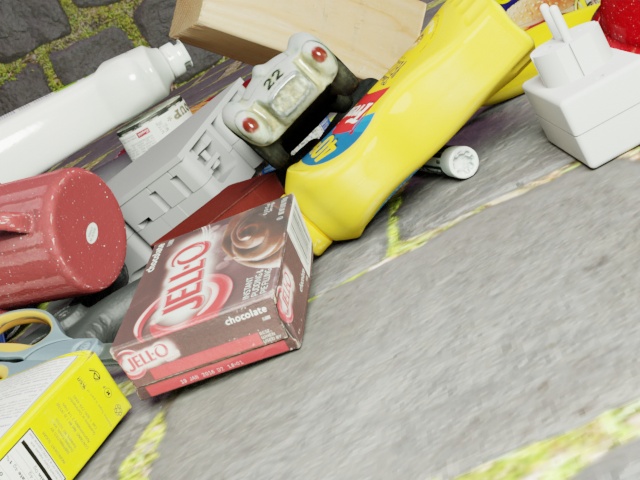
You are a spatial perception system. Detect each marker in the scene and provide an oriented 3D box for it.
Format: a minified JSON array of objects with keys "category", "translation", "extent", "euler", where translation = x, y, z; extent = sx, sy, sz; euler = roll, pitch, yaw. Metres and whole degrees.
[{"category":"marker","translation":[0.067,-0.052,0.674],"extent":[0.020,0.020,0.121],"euler":[-32,14,-10]}]

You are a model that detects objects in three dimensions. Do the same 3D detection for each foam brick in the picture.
[{"category":"foam brick","translation":[-0.054,0.001,0.669],"extent":[0.053,0.051,0.078],"euler":[-11,24,50]}]

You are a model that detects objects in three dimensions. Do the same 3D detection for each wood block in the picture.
[{"category":"wood block","translation":[-0.021,-0.201,0.974],"extent":[0.091,0.205,0.090],"euler":[2,78,65]}]

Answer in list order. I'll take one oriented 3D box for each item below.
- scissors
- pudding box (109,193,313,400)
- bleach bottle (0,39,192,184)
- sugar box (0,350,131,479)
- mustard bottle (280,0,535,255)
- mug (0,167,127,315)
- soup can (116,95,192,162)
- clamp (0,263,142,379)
[{"category":"scissors","translation":[-0.149,0.078,0.606],"extent":[0.202,0.016,0.096],"euler":[8,47,44]},{"category":"pudding box","translation":[-0.052,0.027,0.559],"extent":[0.090,0.039,0.113],"euler":[-19,23,14]},{"category":"bleach bottle","translation":[-0.223,-0.102,0.921],"extent":[0.250,0.068,0.103],"euler":[-31,17,-11]},{"category":"sugar box","translation":[-0.169,0.123,0.492],"extent":[0.093,0.048,0.176],"euler":[-21,20,30]},{"category":"mustard bottle","translation":[0.037,-0.058,0.622],"extent":[0.192,0.058,0.096],"euler":[-46,12,6]},{"category":"mug","translation":[-0.185,-0.003,0.680],"extent":[0.082,0.093,0.117],"euler":[-10,-15,26]},{"category":"soup can","translation":[-0.126,-0.068,0.944],"extent":[0.068,0.102,0.068],"euler":[-28,14,7]},{"category":"clamp","translation":[-0.160,0.058,0.705],"extent":[0.171,0.039,0.120],"euler":[-38,16,-27]}]
